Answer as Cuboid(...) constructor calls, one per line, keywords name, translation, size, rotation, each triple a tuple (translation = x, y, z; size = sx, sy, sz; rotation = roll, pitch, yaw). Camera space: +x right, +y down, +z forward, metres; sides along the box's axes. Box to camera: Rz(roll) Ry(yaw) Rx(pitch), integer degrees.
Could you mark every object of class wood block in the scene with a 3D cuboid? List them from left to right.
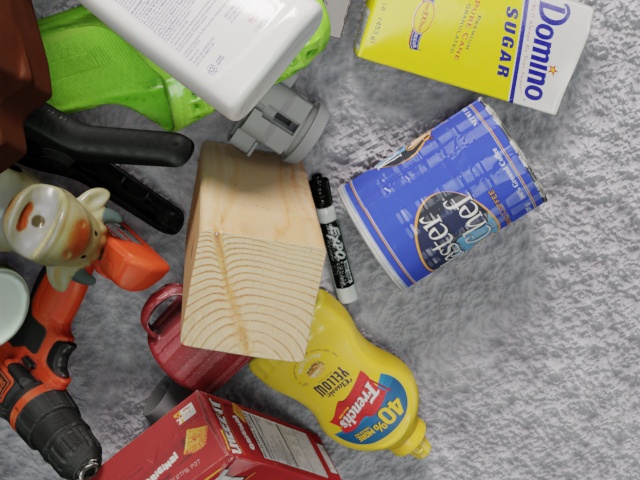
Cuboid(name="wood block", translation=(-0.056, 0.001, 0.823), size=(0.090, 0.206, 0.091), rotation=(9, 111, -9))

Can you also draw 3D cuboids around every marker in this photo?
Cuboid(name="marker", translation=(0.011, -0.002, 0.929), size=(0.020, 0.020, 0.121), rotation=(-15, 113, 0))

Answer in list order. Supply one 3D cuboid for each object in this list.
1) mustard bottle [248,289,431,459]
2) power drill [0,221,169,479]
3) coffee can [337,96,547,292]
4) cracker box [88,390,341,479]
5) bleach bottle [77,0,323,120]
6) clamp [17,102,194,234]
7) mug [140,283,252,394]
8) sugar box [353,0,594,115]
Cuboid(name="mustard bottle", translation=(0.032, 0.136, 0.965), size=(0.096, 0.058, 0.191), rotation=(-42, 110, 14))
Cuboid(name="power drill", translation=(-0.203, 0.077, 0.870), size=(0.188, 0.185, 0.057), rotation=(-56, 148, 9))
Cuboid(name="coffee can", translation=(0.099, -0.037, 0.878), size=(0.140, 0.103, 0.102), rotation=(-32, 111, 7))
Cuboid(name="cracker box", translation=(-0.097, 0.223, 0.923), size=(0.164, 0.072, 0.213), rotation=(-39, 148, 10))
Cuboid(name="bleach bottle", translation=(-0.125, -0.196, 0.724), size=(0.251, 0.068, 0.102), rotation=(40, 90, 1))
Cuboid(name="clamp", translation=(-0.196, -0.068, 0.846), size=(0.210, 0.164, 0.036), rotation=(18, 67, 4))
Cuboid(name="mug", translation=(-0.101, 0.073, 0.906), size=(0.082, 0.093, 0.117), rotation=(-45, 135, 17))
Cuboid(name="sugar box", translation=(0.123, -0.170, 0.859), size=(0.176, 0.048, 0.093), rotation=(14, 110, -10))
